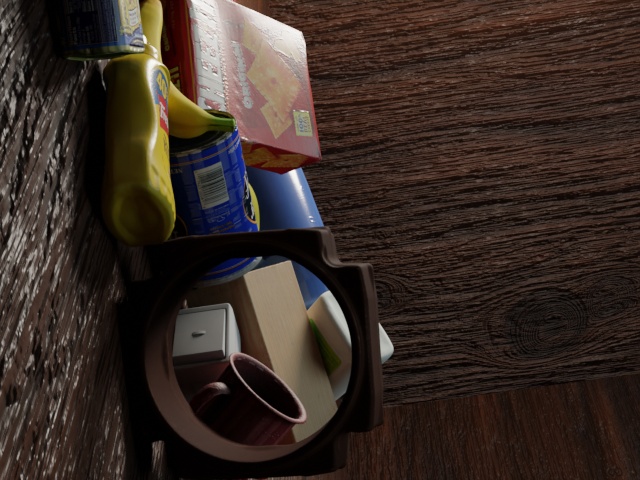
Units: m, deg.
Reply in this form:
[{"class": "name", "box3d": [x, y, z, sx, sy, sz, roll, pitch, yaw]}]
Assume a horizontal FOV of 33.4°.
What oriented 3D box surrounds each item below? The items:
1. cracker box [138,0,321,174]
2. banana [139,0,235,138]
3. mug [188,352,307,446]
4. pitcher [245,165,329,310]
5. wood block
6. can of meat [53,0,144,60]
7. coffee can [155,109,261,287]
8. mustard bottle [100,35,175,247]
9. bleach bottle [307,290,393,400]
[{"class": "cracker box", "box3d": [-0.095, -0.172, 1.161, 0.213, 0.072, 0.164, 11, 67, -53]}, {"class": "banana", "box3d": [-0.149, -0.156, 0.997, 0.198, 0.069, 0.037, 59, -31, 31]}, {"class": "mug", "box3d": [-0.079, 0.161, 0.977, 0.093, 0.081, 0.117, 47, 11, 34]}, {"class": "pitcher", "box3d": [-0.059, 0.002, 1.299, 0.145, 0.149, 0.243, 100, -29, -56]}, {"class": "wood block", "box3d": [-0.059, 0.136, 1.145, 0.090, 0.090, 0.206, -16, 88, -56]}, {"class": "can of meat", "box3d": [-0.172, -0.184, 0.825, 0.102, 0.057, 0.084, -76, 159, -81]}, {"class": "coffee can", "box3d": [-0.117, -0.041, 1.018, 0.103, 0.103, 0.140, -92, 173, -61]}, {"class": "mustard bottle", "box3d": [-0.154, -0.097, 0.896, 0.096, 0.058, 0.191, 86, -3, -59]}, {"class": "bleach bottle", "box3d": [-0.023, 0.167, 1.234, 0.103, 0.067, 0.251, 56, -51, 23]}]
